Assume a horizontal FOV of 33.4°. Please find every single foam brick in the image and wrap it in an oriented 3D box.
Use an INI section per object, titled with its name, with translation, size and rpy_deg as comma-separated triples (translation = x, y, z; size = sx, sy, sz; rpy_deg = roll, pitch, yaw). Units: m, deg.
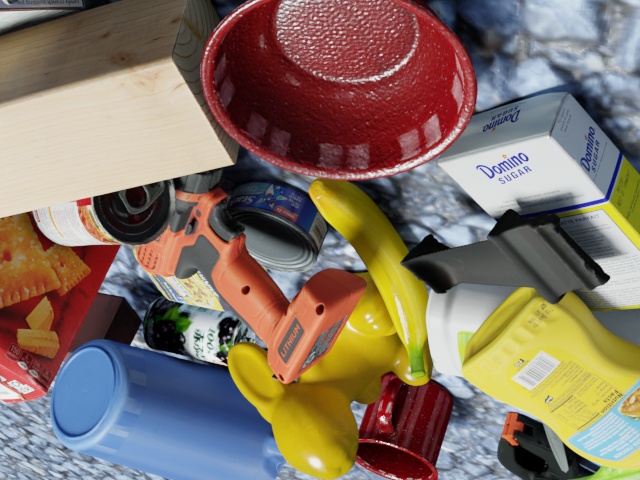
[foam brick]
translation = -0.236, 0.102, 1.139
size = 0.053, 0.078, 0.051
rpy_deg = 8, 146, 24

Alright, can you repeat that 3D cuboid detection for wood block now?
[wood block]
translation = -0.162, -0.088, 0.705
size = 0.206, 0.090, 0.090
rpy_deg = -12, 133, 19

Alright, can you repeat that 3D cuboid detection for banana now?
[banana]
translation = 0.046, 0.015, 0.819
size = 0.037, 0.069, 0.197
rpy_deg = -22, 121, 15

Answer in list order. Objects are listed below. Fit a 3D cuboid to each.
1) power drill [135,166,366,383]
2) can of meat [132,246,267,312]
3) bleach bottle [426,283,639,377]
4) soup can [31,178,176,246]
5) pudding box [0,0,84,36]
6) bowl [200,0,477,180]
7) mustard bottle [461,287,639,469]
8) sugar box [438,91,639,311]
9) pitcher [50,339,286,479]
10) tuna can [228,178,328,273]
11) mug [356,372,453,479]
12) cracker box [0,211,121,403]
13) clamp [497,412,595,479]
[power drill]
translation = -0.055, 0.001, 0.794
size = 0.188, 0.057, 0.185
rpy_deg = 43, 138, 18
[can of meat]
translation = -0.105, 0.019, 0.938
size = 0.084, 0.057, 0.102
rpy_deg = 8, 148, 26
[bleach bottle]
translation = 0.212, 0.078, 0.815
size = 0.251, 0.068, 0.102
rpy_deg = 8, 144, 19
[soup can]
translation = -0.162, -0.029, 0.788
size = 0.102, 0.068, 0.068
rpy_deg = -1, 144, 50
[pudding box]
translation = -0.225, -0.155, 0.691
size = 0.090, 0.113, 0.039
rpy_deg = -9, 97, 41
[bowl]
translation = 0.012, -0.107, 0.635
size = 0.162, 0.055, 0.162
rpy_deg = 5, 144, 3
[mustard bottle]
translation = 0.203, 0.111, 0.763
size = 0.191, 0.058, 0.096
rpy_deg = 35, 122, -7
[sugar box]
translation = 0.168, -0.020, 0.700
size = 0.094, 0.048, 0.176
rpy_deg = -11, 134, 48
[pitcher]
translation = -0.158, 0.180, 1.092
size = 0.149, 0.145, 0.242
rpy_deg = -40, 141, 20
[tuna can]
translation = -0.038, -0.011, 0.864
size = 0.086, 0.033, 0.086
rpy_deg = 17, 150, 10
[mug]
translation = 0.078, 0.176, 1.041
size = 0.093, 0.081, 0.117
rpy_deg = 6, 147, 26
[cracker box]
translation = -0.244, -0.006, 0.832
size = 0.072, 0.213, 0.164
rpy_deg = -13, 135, 43
[clamp]
translation = 0.239, 0.230, 1.066
size = 0.120, 0.039, 0.171
rpy_deg = -11, 135, 28
